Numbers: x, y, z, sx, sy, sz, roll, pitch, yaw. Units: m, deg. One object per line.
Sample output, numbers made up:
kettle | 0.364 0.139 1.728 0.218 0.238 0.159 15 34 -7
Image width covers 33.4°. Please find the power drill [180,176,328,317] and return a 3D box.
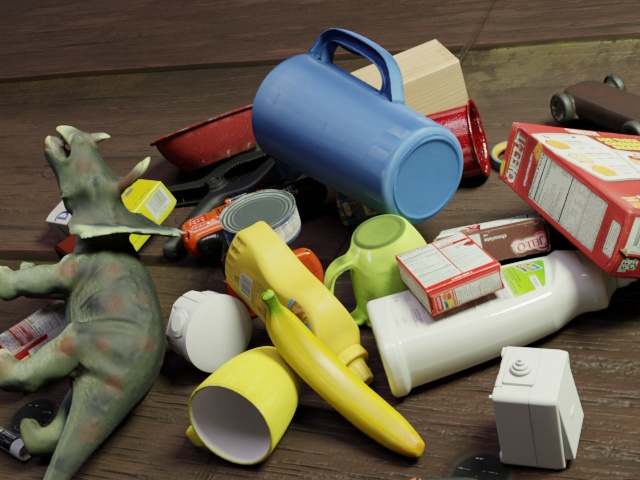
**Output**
power drill | -0.058 0.001 1.220 0.184 0.057 0.188 -23 31 -5

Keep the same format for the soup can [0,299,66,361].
soup can | -0.303 0.111 1.174 0.102 0.068 0.069 -35 36 -23

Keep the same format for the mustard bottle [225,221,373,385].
mustard bottle | -0.017 0.073 1.043 0.058 0.096 0.192 -27 58 -29

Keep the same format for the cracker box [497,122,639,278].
cracker box | 0.293 -0.038 1.024 0.164 0.072 0.214 4 25 -22

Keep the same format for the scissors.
scissors | 0.229 -0.068 1.206 0.096 0.016 0.201 -4 36 26

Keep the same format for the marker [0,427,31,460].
marker | -0.339 0.201 1.108 0.121 0.020 0.020 15 46 41

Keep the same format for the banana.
banana | 0.013 0.126 0.958 0.198 0.069 0.037 43 82 11

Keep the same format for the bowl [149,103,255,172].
bowl | -0.143 -0.132 1.422 0.162 0.055 0.162 -21 5 2

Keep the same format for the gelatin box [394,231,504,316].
gelatin box | 0.119 0.030 0.994 0.073 0.030 0.089 -20 25 -8

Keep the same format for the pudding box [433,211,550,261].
pudding box | 0.174 0.001 1.083 0.113 0.039 0.090 -10 3 11

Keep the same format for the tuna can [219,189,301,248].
tuna can | -0.065 -0.019 1.167 0.086 0.034 0.086 -12 32 7

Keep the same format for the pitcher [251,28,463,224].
pitcher | 0.043 -0.119 1.162 0.145 0.149 0.243 -39 41 -16

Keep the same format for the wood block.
wood block | 0.077 -0.167 1.360 0.206 0.091 0.090 -23 32 -4

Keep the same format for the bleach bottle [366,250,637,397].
bleach bottle | 0.174 0.065 1.001 0.251 0.068 0.102 -17 31 1

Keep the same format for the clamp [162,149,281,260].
clamp | -0.138 -0.065 1.371 0.209 0.036 0.165 -33 36 -13

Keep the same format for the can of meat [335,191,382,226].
can of meat | 0.066 -0.065 1.250 0.084 0.057 0.102 -11 34 16

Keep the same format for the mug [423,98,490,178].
mug | 0.150 -0.111 1.255 0.082 0.093 0.117 -13 2 19

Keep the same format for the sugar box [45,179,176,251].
sugar box | -0.270 -0.037 1.362 0.177 0.048 0.093 10 53 45
